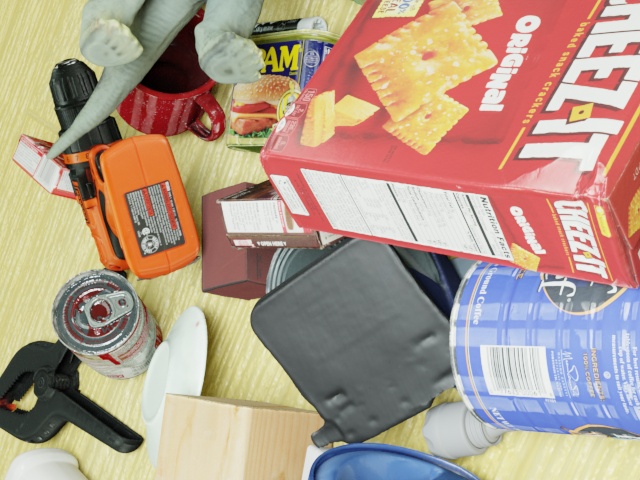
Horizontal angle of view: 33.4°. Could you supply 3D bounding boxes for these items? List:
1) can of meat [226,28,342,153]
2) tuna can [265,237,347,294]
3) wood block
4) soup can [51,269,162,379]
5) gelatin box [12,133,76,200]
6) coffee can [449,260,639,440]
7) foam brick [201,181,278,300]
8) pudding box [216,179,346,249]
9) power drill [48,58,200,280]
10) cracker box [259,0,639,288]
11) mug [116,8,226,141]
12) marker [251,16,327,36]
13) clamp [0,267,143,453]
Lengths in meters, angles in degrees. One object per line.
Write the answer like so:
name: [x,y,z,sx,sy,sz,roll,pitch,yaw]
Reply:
can of meat: [-0.023,-0.108,0.799,0.102,0.057,0.084,4,87,45]
tuna can: [0.003,0.032,0.758,0.086,0.033,0.086,-12,73,42]
wood block: [-0.060,0.216,0.737,0.090,0.090,0.206,1,81,43]
soup can: [-0.169,0.070,0.857,0.068,0.102,0.068,-1,71,3]
gelatin box: [-0.230,-0.064,0.979,0.089,0.073,0.030,35,104,44]
coffee can: [0.154,0.053,0.557,0.141,0.102,0.103,-4,78,44]
foam brick: [-0.055,0.001,0.808,0.051,0.052,0.078,-14,71,42]
pudding box: [0.002,-0.028,0.718,0.090,0.113,0.039,-1,110,44]
power drill: [-0.160,-0.053,0.843,0.188,0.057,0.184,24,133,65]
cracker box: [0.094,-0.073,0.578,0.214,0.072,0.164,11,56,39]
mug: [-0.119,-0.128,0.870,0.117,0.093,0.082,46,155,6]
marker: [-0.043,-0.167,0.858,0.121,0.020,0.020,7,85,45]
clamp: [-0.236,0.119,0.968,0.210,0.036,0.164,-16,69,38]
